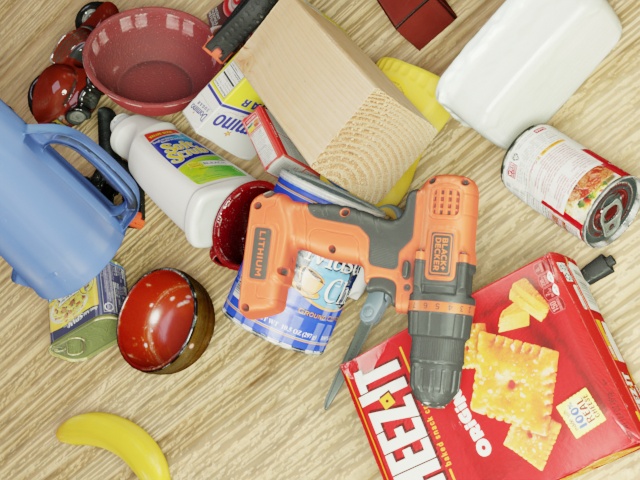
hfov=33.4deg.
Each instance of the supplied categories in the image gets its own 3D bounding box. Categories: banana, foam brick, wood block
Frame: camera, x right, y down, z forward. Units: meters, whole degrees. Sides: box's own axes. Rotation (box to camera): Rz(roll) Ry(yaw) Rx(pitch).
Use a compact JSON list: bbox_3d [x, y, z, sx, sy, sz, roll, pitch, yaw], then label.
[{"bbox_3d":[-0.217,0.223,1.137,0.198,0.037,0.069,26,88,40],"label":"banana"},{"bbox_3d":[0.090,-0.242,1.073,0.051,0.052,0.078,-40,53,19],"label":"foam brick"},{"bbox_3d":[0.009,-0.136,0.996,0.091,0.090,0.206,-50,40,14],"label":"wood block"}]

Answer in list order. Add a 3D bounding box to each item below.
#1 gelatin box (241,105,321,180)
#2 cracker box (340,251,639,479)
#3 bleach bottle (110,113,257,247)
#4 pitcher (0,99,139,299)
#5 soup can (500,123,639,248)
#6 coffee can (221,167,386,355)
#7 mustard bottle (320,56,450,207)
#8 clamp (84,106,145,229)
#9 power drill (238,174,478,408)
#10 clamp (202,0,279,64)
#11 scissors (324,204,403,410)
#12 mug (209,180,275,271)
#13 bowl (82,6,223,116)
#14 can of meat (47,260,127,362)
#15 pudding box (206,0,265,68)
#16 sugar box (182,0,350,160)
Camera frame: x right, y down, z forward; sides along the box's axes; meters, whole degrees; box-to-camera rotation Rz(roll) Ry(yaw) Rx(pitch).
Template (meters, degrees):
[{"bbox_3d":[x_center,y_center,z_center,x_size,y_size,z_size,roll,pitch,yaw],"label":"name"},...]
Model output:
[{"bbox_3d":[-0.032,-0.089,1.083,0.030,0.089,0.073,-40,54,20],"label":"gelatin box"},{"bbox_3d":[0.140,0.130,0.869,0.214,0.072,0.164,-31,66,23],"label":"cracker box"},{"bbox_3d":[-0.165,-0.080,1.173,0.251,0.102,0.068,36,126,41],"label":"bleach bottle"},{"bbox_3d":[-0.321,-0.064,1.139,0.145,0.242,0.149,10,57,47],"label":"pitcher"},{"bbox_3d":[0.210,-0.047,0.900,0.102,0.068,0.068,41,99,40],"label":"soup can"},{"bbox_3d":[-0.015,0.018,0.962,0.103,0.102,0.140,30,99,40],"label":"coffee can"},{"bbox_3d":[0.052,-0.079,1.037,0.096,0.058,0.191,31,93,41],"label":"mustard bottle"},{"bbox_3d":[-0.253,-0.082,1.279,0.172,0.039,0.120,39,104,33],"label":"clamp"},{"bbox_3d":[0.032,0.035,0.859,0.188,0.057,0.184,5,82,14],"label":"power drill"},{"bbox_3d":[-0.045,-0.272,1.116,0.210,0.036,0.164,-49,15,4],"label":"clamp"},{"bbox_3d":[0.040,0.050,0.978,0.202,0.016,0.096,-52,49,9],"label":"scissors"},{"bbox_3d":[-0.057,0.001,1.072,0.117,0.081,0.093,-27,59,26],"label":"mug"},{"bbox_3d":[-0.192,-0.196,1.235,0.162,0.055,0.162,3,54,-4],"label":"bowl"},{"bbox_3d":[-0.264,0.078,1.215,0.102,0.057,0.084,-30,55,24],"label":"can of meat"},{"bbox_3d":[-0.074,-0.236,1.203,0.090,0.039,0.113,-33,57,21],"label":"pudding box"},{"bbox_3d":[-0.052,-0.169,1.127,0.176,0.093,0.048,-47,51,14],"label":"sugar box"}]
